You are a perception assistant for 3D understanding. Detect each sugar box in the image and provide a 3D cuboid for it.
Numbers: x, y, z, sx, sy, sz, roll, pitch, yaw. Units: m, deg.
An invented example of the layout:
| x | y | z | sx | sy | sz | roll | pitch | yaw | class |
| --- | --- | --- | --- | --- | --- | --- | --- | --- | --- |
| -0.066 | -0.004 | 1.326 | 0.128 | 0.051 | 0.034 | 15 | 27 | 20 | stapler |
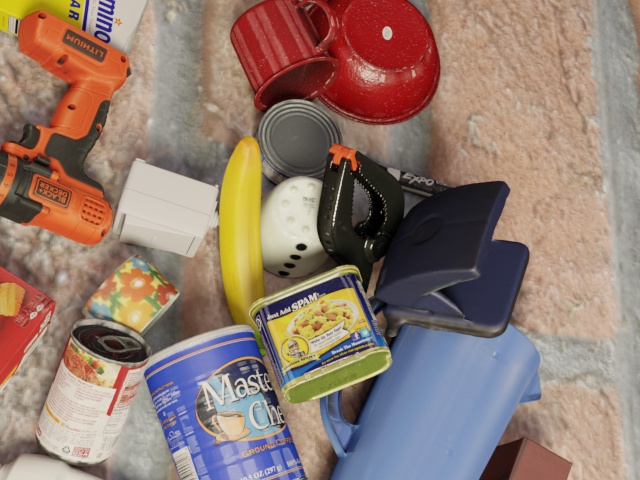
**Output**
| x | y | z | sx | sy | sz | roll | pitch | yaw | class |
| --- | --- | --- | --- | --- | --- | --- | --- | --- | --- |
| -0.259 | -0.235 | 1.024 | 0.176 | 0.048 | 0.093 | 19 | 66 | -8 | sugar box |

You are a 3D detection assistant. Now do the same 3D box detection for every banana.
| x | y | z | sx | sy | sz | roll | pitch | yaw | class |
| --- | --- | --- | --- | --- | --- | --- | --- | --- | --- |
| -0.066 | 0.003 | 0.963 | 0.037 | 0.070 | 0.198 | -11 | 103 | -31 | banana |

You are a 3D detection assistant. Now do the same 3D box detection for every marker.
| x | y | z | sx | sy | sz | roll | pitch | yaw | class |
| --- | --- | --- | --- | --- | --- | --- | --- | --- | --- |
| 0.095 | -0.057 | 1.079 | 0.121 | 0.020 | 0.020 | 16 | 67 | -11 | marker |

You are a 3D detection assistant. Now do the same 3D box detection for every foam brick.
| x | y | z | sx | sy | sz | roll | pitch | yaw | class |
| --- | --- | --- | --- | --- | --- | --- | --- | --- | --- |
| 0.182 | 0.219 | 0.973 | 0.051 | 0.078 | 0.053 | 29 | 66 | -7 | foam brick |

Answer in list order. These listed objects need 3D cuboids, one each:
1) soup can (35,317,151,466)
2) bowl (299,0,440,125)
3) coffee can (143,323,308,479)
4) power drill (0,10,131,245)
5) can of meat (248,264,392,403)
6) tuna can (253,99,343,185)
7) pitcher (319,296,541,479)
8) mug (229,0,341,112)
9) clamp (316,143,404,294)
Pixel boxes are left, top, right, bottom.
| x | y | z | sx | sy | sz | roll | pitch | yaw | class |
| --- | --- | --- | --- | --- | --- | --- | --- | --- | --- |
| -0.187 | 0.124 | 0.876 | 0.068 | 0.068 | 0.102 | 21 | 108 | -9 | soup can |
| 0.058 | -0.203 | 1.102 | 0.162 | 0.055 | 0.162 | 5 | 70 | -15 | bowl |
| -0.082 | 0.154 | 0.903 | 0.102 | 0.103 | 0.140 | -16 | 76 | -21 | coffee can |
| -0.255 | -0.106 | 0.948 | 0.184 | 0.057 | 0.187 | 26 | 64 | -33 | power drill |
| 0.001 | 0.081 | 0.902 | 0.102 | 0.057 | 0.084 | -22 | 62 | -1 | can of meat |
| -0.023 | -0.093 | 1.049 | 0.086 | 0.034 | 0.086 | 5 | 69 | -15 | tuna can |
| 0.078 | 0.171 | 0.935 | 0.149 | 0.145 | 0.242 | 15 | 64 | 33 | pitcher |
| -0.030 | -0.190 | 1.042 | 0.093 | 0.117 | 0.081 | -5 | 64 | -51 | mug |
| 0.053 | 0.000 | 0.980 | 0.164 | 0.036 | 0.210 | -30 | 124 | -29 | clamp |
